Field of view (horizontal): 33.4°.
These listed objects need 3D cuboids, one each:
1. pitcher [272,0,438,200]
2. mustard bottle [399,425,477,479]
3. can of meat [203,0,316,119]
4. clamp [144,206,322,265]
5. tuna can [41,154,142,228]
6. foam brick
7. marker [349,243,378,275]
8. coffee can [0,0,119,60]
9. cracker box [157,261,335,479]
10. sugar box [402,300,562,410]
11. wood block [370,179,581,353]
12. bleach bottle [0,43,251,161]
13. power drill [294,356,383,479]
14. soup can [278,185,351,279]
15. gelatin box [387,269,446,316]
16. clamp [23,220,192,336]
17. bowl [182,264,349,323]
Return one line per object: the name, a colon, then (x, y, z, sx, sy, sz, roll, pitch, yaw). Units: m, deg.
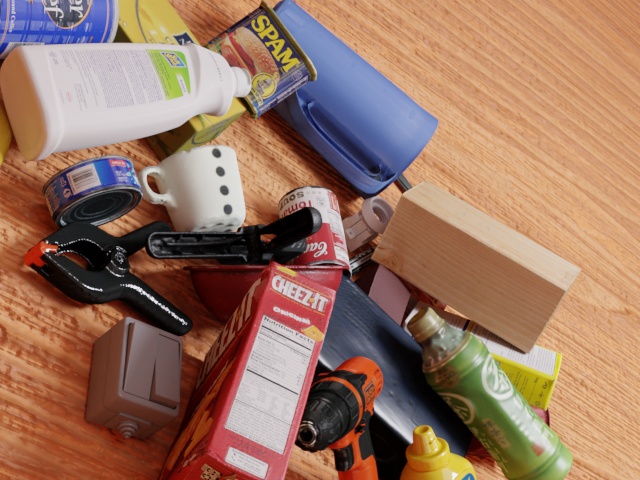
pitcher: (0.011, -0.166, 1.271, 0.242, 0.149, 0.145, 41, 81, -11)
mustard bottle: (0.117, 0.263, 1.024, 0.096, 0.058, 0.191, -32, 115, -39)
can of meat: (-0.067, -0.196, 1.171, 0.102, 0.084, 0.057, 54, -6, 4)
clamp: (-0.057, 0.001, 1.044, 0.209, 0.165, 0.036, 19, 63, -73)
tuna can: (-0.206, -0.042, 0.969, 0.085, 0.086, 0.034, -5, 67, -49)
foam brick: (0.059, 0.075, 1.188, 0.053, 0.051, 0.078, 42, 38, -13)
marker: (0.052, 0.022, 1.250, 0.020, 0.020, 0.120, 57, 37, 5)
coffee can: (-0.279, -0.222, 1.021, 0.140, 0.103, 0.103, -12, 70, -50)
cracker box: (-0.071, 0.146, 0.889, 0.072, 0.164, 0.213, 28, 42, -10)
sugar box: (0.178, 0.127, 1.195, 0.176, 0.048, 0.093, 18, 16, 12)
wood block: (0.176, 0.027, 1.208, 0.206, 0.091, 0.090, 31, 24, 14)
bleach bottle: (-0.170, -0.138, 1.016, 0.250, 0.068, 0.102, -10, 75, -40)
power drill: (0.023, 0.209, 0.947, 0.184, 0.057, 0.188, -25, 111, -69)
soup can: (-0.007, 0.000, 1.164, 0.068, 0.069, 0.102, 19, 48, -37)
gelatin box: (0.116, 0.054, 1.284, 0.089, 0.030, 0.073, 48, 37, -6)
clamp: (-0.191, 0.017, 0.979, 0.171, 0.039, 0.120, 25, 38, -42)
bowl: (-0.052, 0.051, 1.028, 0.161, 0.162, 0.055, 2, 87, -46)
